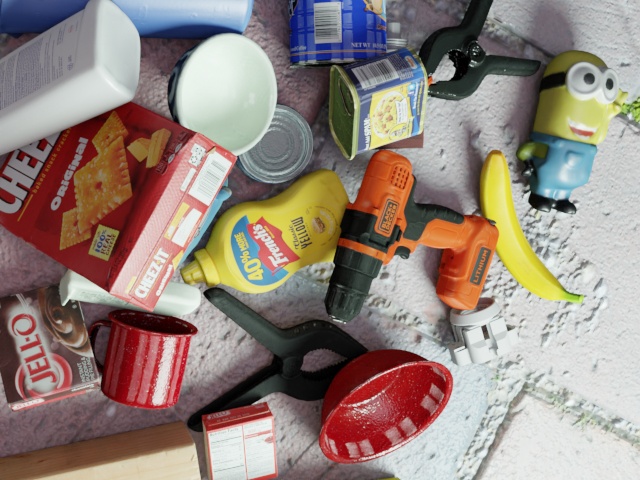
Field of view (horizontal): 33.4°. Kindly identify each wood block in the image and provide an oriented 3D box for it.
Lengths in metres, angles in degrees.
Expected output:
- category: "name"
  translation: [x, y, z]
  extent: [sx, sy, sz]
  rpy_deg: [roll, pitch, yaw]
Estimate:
- category: "wood block"
  translation: [-0.229, 0.257, 1.087]
  extent: [0.205, 0.090, 0.091]
  rpy_deg: [-9, 99, -14]

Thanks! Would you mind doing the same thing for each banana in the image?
- category: "banana"
  translation: [0.222, -0.007, 1.199]
  extent: [0.070, 0.037, 0.198]
  rpy_deg: [-27, 98, 34]

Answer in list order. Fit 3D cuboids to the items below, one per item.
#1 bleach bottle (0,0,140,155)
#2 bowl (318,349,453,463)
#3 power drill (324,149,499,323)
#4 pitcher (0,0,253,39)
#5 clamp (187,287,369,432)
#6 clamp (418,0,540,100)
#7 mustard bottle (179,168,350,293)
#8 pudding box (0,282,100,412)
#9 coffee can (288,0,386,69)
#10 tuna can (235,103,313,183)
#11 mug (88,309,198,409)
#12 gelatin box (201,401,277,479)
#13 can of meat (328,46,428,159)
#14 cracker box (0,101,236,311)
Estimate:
- category: "bleach bottle"
  translation: [-0.289, -0.133, 1.000]
  extent: [0.251, 0.102, 0.068]
  rpy_deg: [-20, 143, 22]
- category: "bowl"
  translation: [0.061, 0.168, 1.151]
  extent: [0.162, 0.055, 0.162]
  rpy_deg: [-19, 139, -17]
- category: "power drill"
  translation: [0.098, 0.016, 1.135]
  extent: [0.187, 0.057, 0.184]
  rpy_deg: [21, 88, -38]
- category: "pitcher"
  translation: [-0.188, -0.264, 1.024]
  extent: [0.242, 0.149, 0.145]
  rpy_deg: [1, 91, -19]
- category: "clamp"
  translation: [-0.043, 0.138, 1.148]
  extent: [0.209, 0.036, 0.165]
  rpy_deg: [9, 109, -22]
- category: "clamp"
  translation: [0.159, -0.214, 1.162]
  extent: [0.171, 0.039, 0.120]
  rpy_deg: [-26, 94, -29]
- category: "mustard bottle"
  translation: [-0.057, 0.001, 1.125]
  extent: [0.191, 0.058, 0.096]
  rpy_deg: [-24, 106, -11]
- category: "pudding box"
  translation: [-0.276, 0.105, 1.064]
  extent: [0.090, 0.039, 0.113]
  rpy_deg: [-14, 69, -14]
- category: "coffee can"
  translation: [0.017, -0.250, 1.098]
  extent: [0.102, 0.103, 0.140]
  rpy_deg: [-3, 96, -15]
- category: "tuna can"
  translation: [-0.051, -0.102, 1.129]
  extent: [0.086, 0.034, 0.086]
  rpy_deg: [-1, 96, -15]
- category: "mug"
  translation: [-0.189, 0.119, 1.092]
  extent: [0.117, 0.093, 0.081]
  rpy_deg: [14, 97, 15]
- category: "gelatin box"
  translation: [-0.086, 0.219, 1.138]
  extent: [0.073, 0.030, 0.089]
  rpy_deg: [-11, 122, -14]
- category: "can of meat"
  translation: [0.058, -0.139, 1.069]
  extent: [0.083, 0.102, 0.057]
  rpy_deg: [-19, 55, -15]
- category: "cracker box"
  translation: [-0.206, -0.053, 1.003]
  extent: [0.072, 0.214, 0.164]
  rpy_deg: [33, 85, -55]
